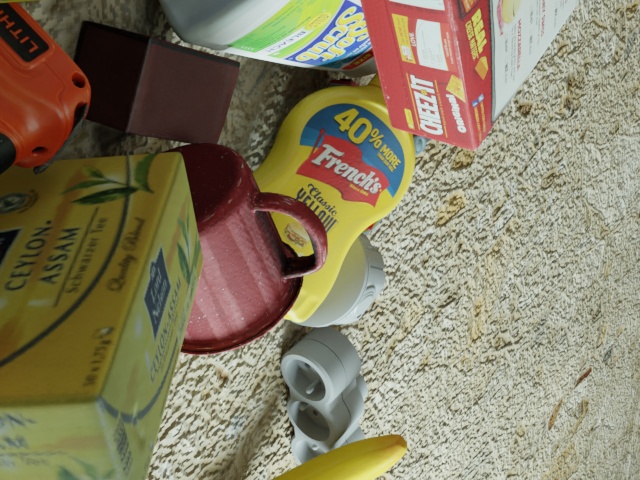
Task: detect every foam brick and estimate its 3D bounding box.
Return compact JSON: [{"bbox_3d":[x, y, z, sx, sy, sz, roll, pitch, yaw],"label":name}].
[{"bbox_3d":[-0.093,-0.086,0.592,0.078,0.053,0.051,3,104,-56],"label":"foam brick"}]

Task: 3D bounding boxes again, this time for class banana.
[{"bbox_3d":[-0.025,0.201,0.814,0.197,0.070,0.037,-26,94,-18],"label":"banana"}]

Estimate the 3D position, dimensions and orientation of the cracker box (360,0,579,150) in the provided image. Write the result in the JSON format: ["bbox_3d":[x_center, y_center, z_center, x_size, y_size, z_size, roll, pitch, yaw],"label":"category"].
[{"bbox_3d":[0.105,-0.188,0.644,0.213,0.072,0.164,-55,147,-26],"label":"cracker box"}]

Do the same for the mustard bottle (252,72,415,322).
[{"bbox_3d":[0.008,-0.045,0.717,0.096,0.058,0.191,43,77,-17],"label":"mustard bottle"}]

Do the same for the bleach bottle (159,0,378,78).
[{"bbox_3d":[0.012,-0.150,0.676,0.250,0.103,0.068,0,65,-58],"label":"bleach bottle"}]

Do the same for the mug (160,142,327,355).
[{"bbox_3d":[-0.054,0.001,0.577,0.093,0.117,0.081,-73,152,-43],"label":"mug"}]
